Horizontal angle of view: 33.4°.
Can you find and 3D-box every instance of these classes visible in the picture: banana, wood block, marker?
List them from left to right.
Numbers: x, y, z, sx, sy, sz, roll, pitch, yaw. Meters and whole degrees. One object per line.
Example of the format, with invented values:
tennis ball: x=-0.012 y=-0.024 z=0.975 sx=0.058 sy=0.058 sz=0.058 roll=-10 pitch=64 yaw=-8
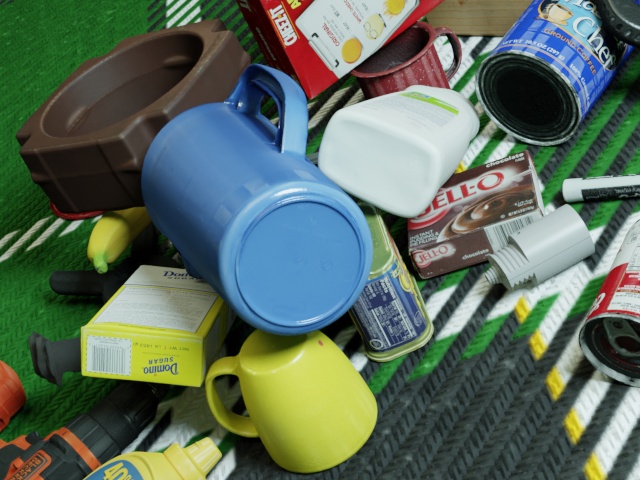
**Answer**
banana: x=-0.158 y=-0.035 z=1.009 sx=0.070 sy=0.037 sz=0.197 roll=12 pitch=51 yaw=40
wood block: x=0.208 y=-0.273 z=1.112 sx=0.206 sy=0.090 sz=0.090 roll=11 pitch=50 yaw=43
marker: x=0.254 y=-0.044 z=0.847 sx=0.121 sy=0.020 sz=0.020 roll=-3 pitch=41 yaw=31

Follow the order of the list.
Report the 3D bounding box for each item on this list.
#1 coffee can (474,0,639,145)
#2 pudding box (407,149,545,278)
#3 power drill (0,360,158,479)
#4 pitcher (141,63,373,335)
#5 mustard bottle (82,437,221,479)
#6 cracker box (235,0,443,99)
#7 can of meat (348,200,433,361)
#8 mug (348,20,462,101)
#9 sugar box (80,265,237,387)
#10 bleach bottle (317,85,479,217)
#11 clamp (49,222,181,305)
coffee can: x=0.217 y=-0.168 z=0.959 sx=0.103 sy=0.102 sz=0.140 roll=10 pitch=50 yaw=42
pudding box: x=0.128 y=-0.022 z=0.886 sx=0.114 sy=0.039 sz=0.090 roll=-17 pitch=35 yaw=15
power drill: x=-0.244 y=0.162 z=0.887 sx=0.184 sy=0.057 sz=0.188 roll=-41 pitch=36 yaw=-25
pitcher: x=-0.048 y=-0.029 z=0.800 sx=0.145 sy=0.149 sz=0.243 roll=-30 pitch=24 yaw=-8
mustard bottle: x=-0.152 y=0.208 z=0.765 sx=0.191 sy=0.058 sz=0.096 roll=-37 pitch=37 yaw=-13
cracker box: x=0.022 y=-0.264 z=1.015 sx=0.213 sy=0.164 sz=0.072 roll=-38 pitch=34 yaw=-15
can of meat: x=0.041 y=0.030 z=0.840 sx=0.057 sy=0.084 sz=0.102 roll=-24 pitch=34 yaw=6
mug: x=0.091 y=-0.164 z=1.057 sx=0.117 sy=0.081 sz=0.093 roll=-37 pitch=35 yaw=-12
sugar box: x=-0.124 y=0.065 z=0.862 sx=0.093 sy=0.048 sz=0.176 roll=6 pitch=11 yaw=4
bleach bottle: x=0.089 y=-0.090 z=0.918 sx=0.103 sy=0.068 sz=0.250 roll=26 pitch=23 yaw=15
clamp: x=-0.190 y=0.040 z=1.024 sx=0.120 sy=0.039 sz=0.172 roll=-35 pitch=32 yaw=-10
